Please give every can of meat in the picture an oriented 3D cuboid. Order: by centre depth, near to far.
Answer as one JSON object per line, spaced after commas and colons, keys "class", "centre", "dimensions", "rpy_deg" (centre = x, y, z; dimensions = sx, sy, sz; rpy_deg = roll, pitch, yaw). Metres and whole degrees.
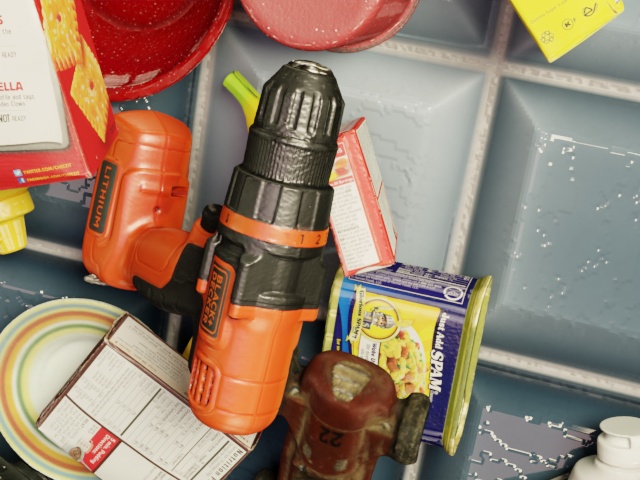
{"class": "can of meat", "centre": [0.047, 0.063, 0.616], "dimensions": [0.084, 0.057, 0.102], "rpy_deg": [12, 107, 13]}

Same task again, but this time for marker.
{"class": "marker", "centre": [-0.206, 0.113, 0.715], "dimensions": [0.020, 0.020, 0.121], "rpy_deg": [-34, 93, 20]}

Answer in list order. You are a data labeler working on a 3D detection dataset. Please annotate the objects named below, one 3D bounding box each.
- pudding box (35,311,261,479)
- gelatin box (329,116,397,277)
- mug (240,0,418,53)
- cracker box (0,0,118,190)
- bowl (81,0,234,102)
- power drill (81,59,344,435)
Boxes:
{"class": "pudding box", "centre": [-0.105, 0.112, 0.653], "dimensions": [0.113, 0.039, 0.090], "rpy_deg": [38, 115, -7]}
{"class": "gelatin box", "centre": [0.018, -0.026, 0.582], "dimensions": [0.030, 0.089, 0.073], "rpy_deg": [-15, 99, 8]}
{"class": "mug", "centre": [0.012, -0.150, 0.556], "dimensions": [0.117, 0.081, 0.093], "rpy_deg": [-40, 92, 20]}
{"class": "cracker box", "centre": [-0.212, -0.128, 0.538], "dimensions": [0.164, 0.072, 0.214], "rpy_deg": [-7, 118, 9]}
{"class": "bowl", "centre": [-0.114, -0.161, 0.600], "dimensions": [0.162, 0.055, 0.162], "rpy_deg": [4, 105, 14]}
{"class": "power drill", "centre": [-0.061, -0.015, 0.564], "dimensions": [0.057, 0.188, 0.184], "rpy_deg": [8, 103, -34]}
